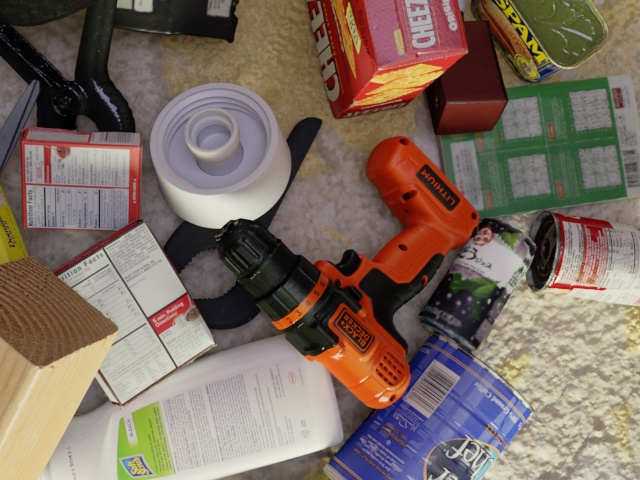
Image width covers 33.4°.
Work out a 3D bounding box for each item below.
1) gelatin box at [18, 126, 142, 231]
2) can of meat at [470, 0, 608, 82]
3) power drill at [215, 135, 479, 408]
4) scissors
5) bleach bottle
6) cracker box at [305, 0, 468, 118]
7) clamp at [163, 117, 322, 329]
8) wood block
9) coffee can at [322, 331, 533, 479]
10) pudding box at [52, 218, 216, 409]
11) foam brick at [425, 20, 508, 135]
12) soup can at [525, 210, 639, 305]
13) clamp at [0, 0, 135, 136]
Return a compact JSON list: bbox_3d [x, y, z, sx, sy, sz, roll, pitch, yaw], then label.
[{"bbox_3d":[-0.180,-0.045,0.805,0.089,0.030,0.073,2,118,-8],"label":"gelatin box"},{"bbox_3d":[0.176,-0.184,0.876,0.057,0.084,0.102,-36,93,-9],"label":"can of meat"},{"bbox_3d":[0.028,0.007,0.820,0.184,0.057,0.187,46,60,-14],"label":"power drill"},{"bbox_3d":[-0.250,-0.018,0.818,0.096,0.016,0.202,43,94,-13],"label":"scissors"},{"bbox_3d":[-0.114,0.140,0.829,0.250,0.068,0.102,-13,87,-7],"label":"bleach bottle"},{"bbox_3d":[0.036,-0.188,0.789,0.072,0.214,0.164,-12,89,-8],"label":"cracker box"},{"bbox_3d":[-0.056,0.001,0.855,0.209,0.036,0.164,-18,89,-13],"label":"clamp"},{"bbox_3d":[-0.236,0.124,0.738,0.090,0.090,0.206,37,114,13],"label":"wood block"},{"bbox_3d":[0.084,0.158,0.838,0.103,0.103,0.140,40,82,-5],"label":"coffee can"},{"bbox_3d":[-0.142,0.053,0.790,0.090,0.039,0.113,-33,99,-17],"label":"pudding box"},{"bbox_3d":[0.115,-0.132,0.869,0.051,0.053,0.078,-6,67,-9],"label":"foam brick"},{"bbox_3d":[0.230,0.016,0.884,0.102,0.068,0.068,8,86,-9],"label":"soup can"},{"bbox_3d":[-0.199,-0.115,0.822,0.120,0.039,0.171,1,110,22],"label":"clamp"}]
